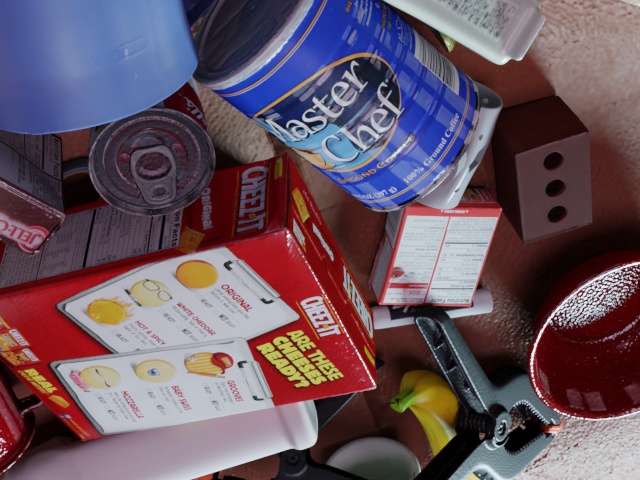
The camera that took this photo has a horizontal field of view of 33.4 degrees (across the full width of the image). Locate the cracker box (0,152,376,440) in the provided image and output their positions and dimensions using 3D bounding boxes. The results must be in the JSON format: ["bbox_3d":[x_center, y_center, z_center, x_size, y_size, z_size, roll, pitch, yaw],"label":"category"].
[{"bbox_3d":[-0.090,0.043,0.666,0.214,0.072,0.164,-13,138,15],"label":"cracker box"}]

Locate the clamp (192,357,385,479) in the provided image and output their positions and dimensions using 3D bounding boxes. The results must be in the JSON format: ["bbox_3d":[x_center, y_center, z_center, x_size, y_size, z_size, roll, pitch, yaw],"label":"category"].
[{"bbox_3d":[-0.015,0.154,0.820,0.171,0.120,0.039,-5,168,5],"label":"clamp"}]

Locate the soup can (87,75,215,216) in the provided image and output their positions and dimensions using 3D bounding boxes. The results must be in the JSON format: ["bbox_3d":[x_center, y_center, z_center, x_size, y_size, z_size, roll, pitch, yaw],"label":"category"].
[{"bbox_3d":[-0.100,-0.069,0.610,0.068,0.102,0.068,-7,126,-10],"label":"soup can"}]

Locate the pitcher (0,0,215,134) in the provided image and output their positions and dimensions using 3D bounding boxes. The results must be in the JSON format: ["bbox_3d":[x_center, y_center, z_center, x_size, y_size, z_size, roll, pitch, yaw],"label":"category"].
[{"bbox_3d":[-0.134,-0.187,0.512,0.145,0.149,0.243,-2,124,5],"label":"pitcher"}]

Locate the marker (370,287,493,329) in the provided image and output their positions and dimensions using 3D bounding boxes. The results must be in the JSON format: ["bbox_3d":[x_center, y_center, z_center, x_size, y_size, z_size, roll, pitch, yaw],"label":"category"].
[{"bbox_3d":[0.068,0.053,0.795,0.121,0.020,0.020,-8,127,-9],"label":"marker"}]

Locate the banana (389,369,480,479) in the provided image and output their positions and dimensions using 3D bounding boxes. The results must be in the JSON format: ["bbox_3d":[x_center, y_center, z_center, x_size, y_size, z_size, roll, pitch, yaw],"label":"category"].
[{"bbox_3d":[0.097,0.164,0.857,0.069,0.037,0.197,-53,134,-30],"label":"banana"}]

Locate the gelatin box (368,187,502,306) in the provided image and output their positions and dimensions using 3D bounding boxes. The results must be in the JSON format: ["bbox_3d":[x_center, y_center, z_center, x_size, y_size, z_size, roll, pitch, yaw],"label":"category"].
[{"bbox_3d":[0.080,0.005,0.757,0.073,0.030,0.089,1,125,-17],"label":"gelatin box"}]

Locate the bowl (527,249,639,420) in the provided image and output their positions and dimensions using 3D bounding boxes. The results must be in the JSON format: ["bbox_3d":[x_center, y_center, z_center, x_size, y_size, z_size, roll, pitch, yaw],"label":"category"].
[{"bbox_3d":[0.227,0.062,0.820,0.162,0.055,0.162,-7,127,-10],"label":"bowl"}]

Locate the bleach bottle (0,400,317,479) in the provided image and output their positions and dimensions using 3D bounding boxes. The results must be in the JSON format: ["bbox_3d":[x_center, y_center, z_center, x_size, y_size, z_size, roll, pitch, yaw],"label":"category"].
[{"bbox_3d":[-0.129,0.150,0.765,0.251,0.102,0.068,-20,94,2],"label":"bleach bottle"}]

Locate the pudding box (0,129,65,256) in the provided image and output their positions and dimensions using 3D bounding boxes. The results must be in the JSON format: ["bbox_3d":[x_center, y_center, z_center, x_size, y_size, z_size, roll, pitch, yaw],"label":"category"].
[{"bbox_3d":[-0.201,-0.051,0.606,0.113,0.090,0.039,34,109,-31],"label":"pudding box"}]

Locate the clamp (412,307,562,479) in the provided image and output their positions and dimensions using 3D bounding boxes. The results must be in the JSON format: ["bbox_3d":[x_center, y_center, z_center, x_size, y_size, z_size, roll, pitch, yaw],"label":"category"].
[{"bbox_3d":[0.124,0.131,0.822,0.209,0.036,0.164,2,96,-47],"label":"clamp"}]

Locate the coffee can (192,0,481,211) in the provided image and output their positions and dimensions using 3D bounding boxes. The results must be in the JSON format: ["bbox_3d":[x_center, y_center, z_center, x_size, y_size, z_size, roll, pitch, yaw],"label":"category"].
[{"bbox_3d":[0.010,-0.095,0.620,0.140,0.103,0.103,35,111,-32],"label":"coffee can"}]

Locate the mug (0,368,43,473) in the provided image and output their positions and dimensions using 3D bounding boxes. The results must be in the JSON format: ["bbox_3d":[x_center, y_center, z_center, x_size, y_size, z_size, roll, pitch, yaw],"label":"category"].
[{"bbox_3d":[-0.238,0.104,0.711,0.117,0.093,0.081,-19,123,-5],"label":"mug"}]

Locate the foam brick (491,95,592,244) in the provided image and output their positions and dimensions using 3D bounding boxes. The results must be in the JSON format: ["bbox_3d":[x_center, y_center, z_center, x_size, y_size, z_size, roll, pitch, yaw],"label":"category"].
[{"bbox_3d":[0.149,-0.048,0.722,0.053,0.051,0.078,-17,127,-3],"label":"foam brick"}]
